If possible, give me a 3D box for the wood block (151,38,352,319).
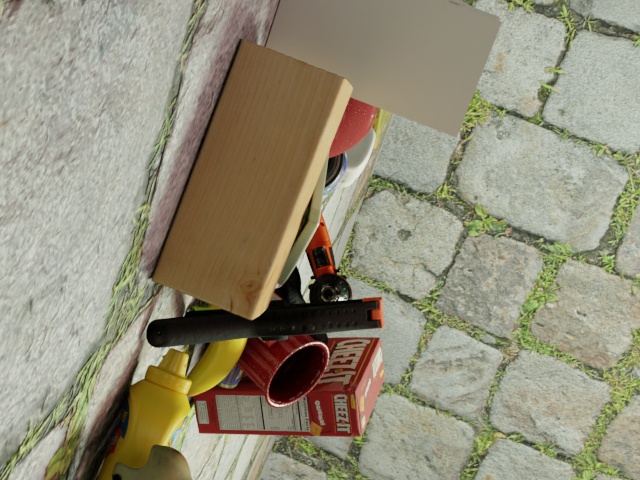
[{"bbox_3d":[-0.053,-0.050,0.885,0.090,0.091,0.206,-26,137,-83],"label":"wood block"}]

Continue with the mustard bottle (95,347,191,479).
[{"bbox_3d":[-0.159,0.186,0.930,0.096,0.058,0.191,152,-40,-82],"label":"mustard bottle"}]

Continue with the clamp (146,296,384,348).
[{"bbox_3d":[-0.048,0.074,0.990,0.164,0.210,0.036,170,-85,-88],"label":"clamp"}]

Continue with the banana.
[{"bbox_3d":[-0.114,0.113,1.163,0.198,0.069,0.037,103,-22,-54],"label":"banana"}]

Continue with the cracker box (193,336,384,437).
[{"bbox_3d":[-0.038,0.183,1.378,0.164,0.214,0.072,-55,141,-66],"label":"cracker box"}]

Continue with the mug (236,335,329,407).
[{"bbox_3d":[-0.047,0.136,1.232,0.093,0.082,0.117,-43,145,-10],"label":"mug"}]

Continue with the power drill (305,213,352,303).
[{"bbox_3d":[-0.006,0.003,1.290,0.184,0.057,0.187,84,-8,-85],"label":"power drill"}]

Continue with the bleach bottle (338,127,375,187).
[{"bbox_3d":[0.009,-0.114,1.387,0.251,0.102,0.068,130,-15,-84],"label":"bleach bottle"}]
